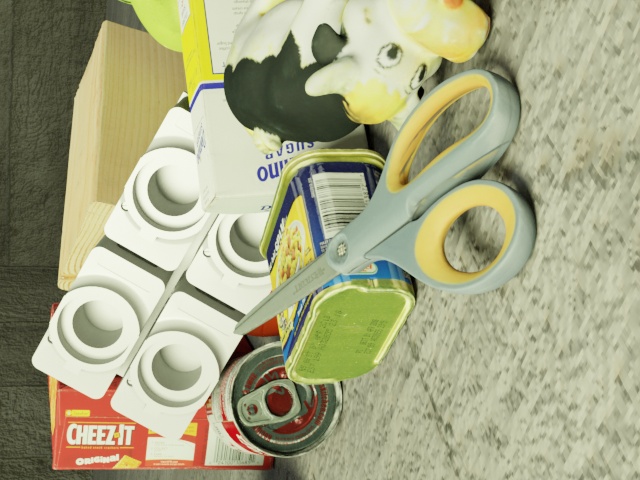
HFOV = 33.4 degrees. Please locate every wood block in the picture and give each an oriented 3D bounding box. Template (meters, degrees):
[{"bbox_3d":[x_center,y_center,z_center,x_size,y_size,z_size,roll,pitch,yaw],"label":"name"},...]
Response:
[{"bbox_3d":[-0.133,-0.059,0.789,0.206,0.090,0.090,-99,31,-44],"label":"wood block"}]

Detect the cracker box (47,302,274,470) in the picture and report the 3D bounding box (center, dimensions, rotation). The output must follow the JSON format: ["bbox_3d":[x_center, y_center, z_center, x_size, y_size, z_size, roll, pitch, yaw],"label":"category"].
[{"bbox_3d":[-0.136,0.112,0.869,0.214,0.164,0.072,-135,51,-69],"label":"cracker box"}]

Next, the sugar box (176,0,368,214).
[{"bbox_3d":[-0.030,-0.105,0.606,0.048,0.093,0.176,145,120,-70],"label":"sugar box"}]

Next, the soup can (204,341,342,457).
[{"bbox_3d":[-0.033,0.101,0.671,0.102,0.068,0.068,145,125,-72],"label":"soup can"}]

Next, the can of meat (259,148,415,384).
[{"bbox_3d":[0.007,0.016,0.558,0.102,0.057,0.084,111,153,-52],"label":"can of meat"}]

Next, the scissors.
[{"bbox_3d":[0.023,0.015,0.459,0.202,0.016,0.096,-52,46,34],"label":"scissors"}]
